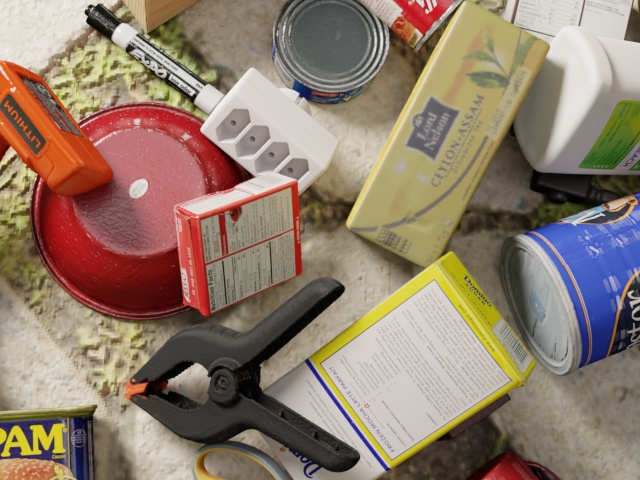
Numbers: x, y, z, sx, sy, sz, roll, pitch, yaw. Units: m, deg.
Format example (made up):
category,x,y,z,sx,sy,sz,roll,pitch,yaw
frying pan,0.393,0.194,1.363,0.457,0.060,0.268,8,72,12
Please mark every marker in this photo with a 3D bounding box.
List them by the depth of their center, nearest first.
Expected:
category,x,y,z,sx,sy,sz,roll,pitch,yaw
marker,-0.123,-0.134,0.783,0.121,0.020,0.020,37,77,1

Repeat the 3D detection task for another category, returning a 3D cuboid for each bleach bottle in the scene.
category,x,y,z,sx,sy,sz,roll,pitch,yaw
bleach bottle,0.269,-0.091,0.763,0.250,0.103,0.068,1,50,-22

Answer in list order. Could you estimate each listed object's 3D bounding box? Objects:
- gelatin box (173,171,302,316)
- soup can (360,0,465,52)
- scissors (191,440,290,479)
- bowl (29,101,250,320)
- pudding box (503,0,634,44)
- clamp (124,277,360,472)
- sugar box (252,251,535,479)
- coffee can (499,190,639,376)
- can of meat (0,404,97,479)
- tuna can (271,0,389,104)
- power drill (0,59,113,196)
category,x,y,z,sx,sy,sz,roll,pitch,yaw
gelatin box,-0.055,0.001,0.725,0.089,0.030,0.073,-23,122,-36
soup can,0.055,-0.193,0.759,0.102,0.068,0.068,43,78,-1
scissors,-0.004,0.204,0.703,0.202,0.016,0.096,29,100,13
bowl,-0.125,-0.028,0.744,0.162,0.055,0.162,1,78,-6
pudding box,0.183,-0.154,0.812,0.090,0.039,0.113,16,76,-1
clamp,-0.050,0.082,0.697,0.172,0.039,0.120,2,82,25
sugar box,0.042,0.096,0.700,0.176,0.048,0.093,-38,85,26
coffee can,0.212,0.023,0.747,0.140,0.103,0.103,-19,82,-10
can of meat,-0.198,0.153,0.701,0.102,0.057,0.084,-3,82,-6
tuna can,0.006,-0.145,0.792,0.086,0.034,0.086,1,79,-6
power drill,-0.229,-0.011,0.698,0.188,0.057,0.184,-39,80,8
